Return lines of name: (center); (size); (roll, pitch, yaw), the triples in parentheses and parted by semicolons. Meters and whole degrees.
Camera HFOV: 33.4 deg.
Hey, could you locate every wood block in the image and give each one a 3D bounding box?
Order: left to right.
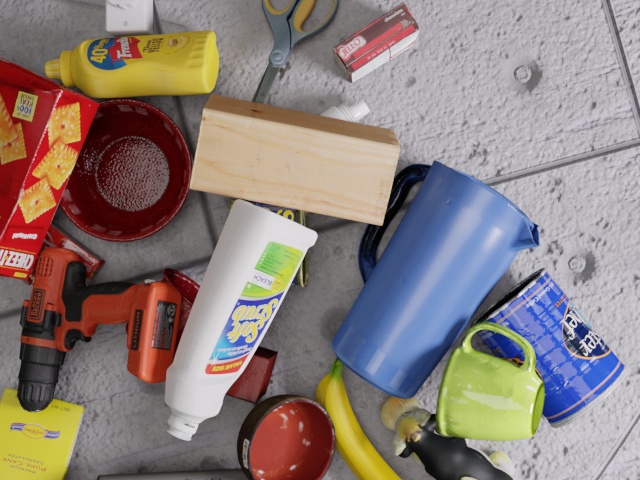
wood block: (-0.027, -0.088, 1.141); (0.206, 0.091, 0.090); (11, 107, -4)

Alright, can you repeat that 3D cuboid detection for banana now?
banana: (0.045, 0.227, 1.184); (0.037, 0.070, 0.198); (-30, 89, -29)

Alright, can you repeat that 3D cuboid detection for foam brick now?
foam brick: (-0.083, 0.145, 1.188); (0.053, 0.078, 0.051); (17, 92, 5)

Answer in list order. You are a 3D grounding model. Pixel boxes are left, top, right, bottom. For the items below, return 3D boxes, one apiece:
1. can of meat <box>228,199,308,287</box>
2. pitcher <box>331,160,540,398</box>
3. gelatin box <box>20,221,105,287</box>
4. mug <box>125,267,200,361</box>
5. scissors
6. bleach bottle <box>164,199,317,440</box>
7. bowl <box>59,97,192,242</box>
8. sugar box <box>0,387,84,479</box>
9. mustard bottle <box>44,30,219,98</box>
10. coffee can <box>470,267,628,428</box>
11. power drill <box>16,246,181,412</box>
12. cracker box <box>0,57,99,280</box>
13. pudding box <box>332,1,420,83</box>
can of meat: (-0.058, 0.001, 1.199); (0.084, 0.057, 0.102); (0, 89, 7)
pitcher: (0.110, 0.040, 1.158); (0.145, 0.149, 0.243); (32, 95, -11)
gelatin box: (-0.306, 0.027, 1.231); (0.089, 0.030, 0.073); (37, 92, 4)
mug: (-0.154, 0.097, 1.195); (0.117, 0.093, 0.081); (37, 97, -25)
scissors: (-0.059, -0.222, 1.207); (0.096, 0.016, 0.201); (38, 81, 11)
bleach bottle: (-0.094, 0.088, 1.116); (0.068, 0.102, 0.251); (23, 90, 36)
bowl: (-0.221, -0.078, 1.213); (0.162, 0.055, 0.162); (0, 89, 5)
sugar box: (-0.333, 0.262, 1.195); (0.093, 0.048, 0.176); (14, 73, -6)
mustard bottle: (-0.214, -0.196, 1.198); (0.191, 0.096, 0.058); (-2, 129, 6)
coffee can: (0.245, 0.115, 1.149); (0.103, 0.103, 0.140); (-39, 86, 3)
power drill: (-0.246, 0.104, 1.148); (0.188, 0.057, 0.184); (5, 85, 28)
cracker box: (-0.358, -0.087, 1.182); (0.164, 0.072, 0.214); (26, 95, 31)
pudding box: (0.060, -0.214, 1.164); (0.090, 0.113, 0.039); (-32, 90, 3)
